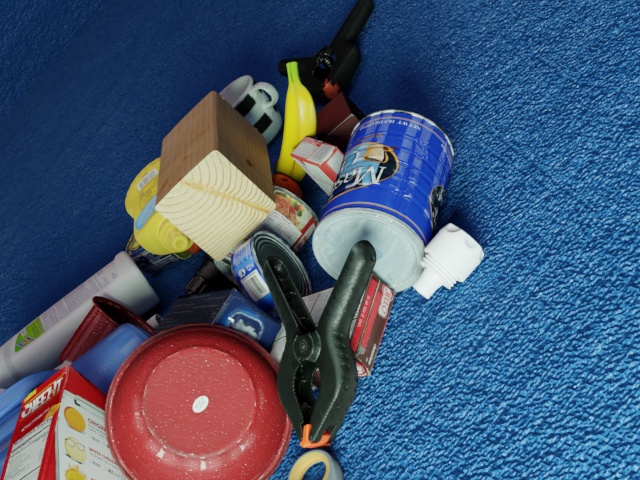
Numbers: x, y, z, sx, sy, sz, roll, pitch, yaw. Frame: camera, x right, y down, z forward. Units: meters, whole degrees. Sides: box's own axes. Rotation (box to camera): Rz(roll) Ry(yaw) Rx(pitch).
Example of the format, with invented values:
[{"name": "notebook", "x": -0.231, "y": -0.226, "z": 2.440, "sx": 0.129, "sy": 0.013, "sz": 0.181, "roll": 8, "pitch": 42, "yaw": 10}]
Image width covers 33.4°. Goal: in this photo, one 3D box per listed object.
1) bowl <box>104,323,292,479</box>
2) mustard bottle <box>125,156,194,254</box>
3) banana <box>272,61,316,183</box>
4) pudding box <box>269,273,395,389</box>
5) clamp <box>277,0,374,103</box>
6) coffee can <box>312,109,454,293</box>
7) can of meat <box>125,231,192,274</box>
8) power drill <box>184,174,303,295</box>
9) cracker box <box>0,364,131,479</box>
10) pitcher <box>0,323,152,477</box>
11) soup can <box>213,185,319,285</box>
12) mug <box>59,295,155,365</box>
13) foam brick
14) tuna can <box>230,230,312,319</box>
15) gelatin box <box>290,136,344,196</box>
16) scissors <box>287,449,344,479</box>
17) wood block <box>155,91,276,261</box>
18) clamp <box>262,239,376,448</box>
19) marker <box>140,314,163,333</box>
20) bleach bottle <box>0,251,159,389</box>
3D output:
[{"name": "bowl", "x": -0.101, "y": 0.140, "z": 0.890, "sx": 0.162, "sy": 0.162, "sz": 0.055, "roll": -56, "pitch": -7, "yaw": -20}, {"name": "mustard bottle", "x": -0.179, "y": -0.035, "z": 1.257, "sx": 0.096, "sy": 0.058, "sz": 0.192, "roll": -42, "pitch": 28, "yaw": 5}, {"name": "banana", "x": -0.029, "y": -0.111, "z": 1.212, "sx": 0.198, "sy": 0.037, "sz": 0.069, "roll": 103, "pitch": 164, "yaw": -53}, {"name": "pudding box", "x": 0.007, "y": 0.085, "z": 0.954, "sx": 0.114, "sy": 0.039, "sz": 0.090, "roll": -19, "pitch": 37, "yaw": 40}, {"name": "clamp", "x": 0.003, "y": -0.235, "z": 1.431, "sx": 0.165, "sy": 0.036, "sz": 0.210, "roll": -33, "pitch": 29, "yaw": 25}, {"name": "coffee can", "x": 0.060, "y": -0.036, "z": 0.977, "sx": 0.103, "sy": 0.102, "sz": 0.140, "roll": -24, "pitch": 33, "yaw": 39}, {"name": "can of meat", "x": -0.198, "y": -0.012, "z": 1.385, "sx": 0.084, "sy": 0.057, "sz": 0.102, "roll": -24, "pitch": 33, "yaw": 42}, {"name": "power drill", "x": -0.116, "y": -0.006, "z": 1.256, "sx": 0.184, "sy": 0.057, "sz": 0.188, "roll": -50, "pitch": 28, "yaw": -9}, {"name": "cracker box", "x": -0.189, "y": 0.232, "z": 0.886, "sx": 0.072, "sy": 0.164, "sz": 0.213, "roll": -35, "pitch": 27, "yaw": 16}, {"name": "pitcher", "x": -0.245, "y": 0.189, "z": 1.032, "sx": 0.242, "sy": 0.145, "sz": 0.149, "roll": -43, "pitch": 3, "yaw": -18}, {"name": "soup can", "x": -0.057, "y": 0.001, "z": 1.138, "sx": 0.102, "sy": 0.068, "sz": 0.069, "roll": -53, "pitch": 26, "yaw": -15}, {"name": "mug", "x": -0.232, "y": 0.129, "z": 1.204, "sx": 0.117, "sy": 0.093, "sz": 0.081, "roll": 37, "pitch": 94, "yaw": 25}, {"name": "foam brick", "x": 0.028, "y": -0.124, "z": 1.211, "sx": 0.051, "sy": 0.053, "sz": 0.078, "roll": -40, "pitch": 27, "yaw": 12}, {"name": "tuna can", "x": -0.049, "y": 0.035, "z": 1.056, "sx": 0.034, "sy": 0.086, "sz": 0.086, "roll": -36, "pitch": 27, "yaw": 23}, {"name": "gelatin box", "x": 0.015, "y": -0.072, "z": 1.131, "sx": 0.030, "sy": 0.073, "sz": 0.089, "roll": -48, "pitch": 25, "yaw": -6}, {"name": "scissors", "x": 0.024, "y": 0.193, "z": 0.795, "sx": 0.202, "sy": 0.016, "sz": 0.096, "roll": -19, "pitch": 36, "yaw": 43}, {"name": "wood block", "x": -0.114, "y": -0.076, "z": 1.159, "sx": 0.090, "sy": 0.090, "sz": 0.206, "roll": -43, "pitch": 21, "yaw": 13}, {"name": "clamp", "x": 0.004, "y": 0.081, "z": 0.876, "sx": 0.120, "sy": 0.039, "sz": 0.171, "roll": -24, "pitch": 68, "yaw": 45}, {"name": "marker", "x": -0.234, "y": 0.128, "z": 1.275, "sx": 0.121, "sy": 0.020, "sz": 0.020, "roll": -36, "pitch": 27, "yaw": 19}, {"name": "bleach bottle", "x": -0.320, "y": 0.114, "z": 1.298, "sx": 0.250, "sy": 0.068, "sz": 0.103, "roll": -35, "pitch": 21, "yaw": -9}]
